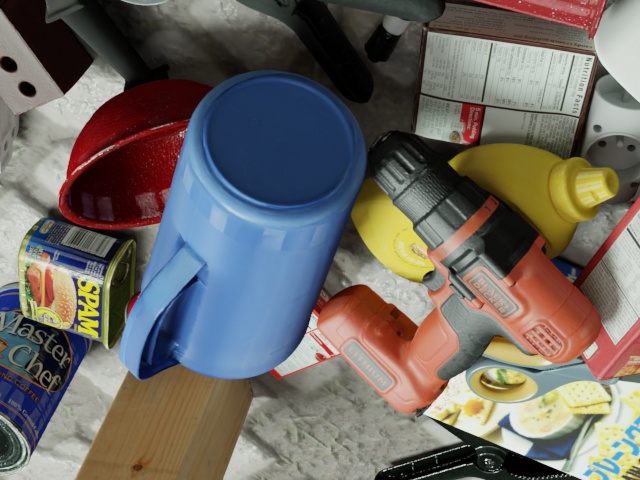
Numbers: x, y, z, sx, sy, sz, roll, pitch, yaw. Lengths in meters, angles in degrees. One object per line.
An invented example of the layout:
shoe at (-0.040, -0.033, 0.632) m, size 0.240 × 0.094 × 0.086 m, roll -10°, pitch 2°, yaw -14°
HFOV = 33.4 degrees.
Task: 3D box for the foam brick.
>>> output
foam brick at (-0.212, -0.139, 0.763) m, size 0.053 × 0.051 × 0.078 m, roll -15°, pitch 124°, yaw 29°

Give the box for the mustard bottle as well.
mustard bottle at (0.116, -0.021, 0.726) m, size 0.192 × 0.058 × 0.096 m, roll -14°, pitch 129°, yaw 47°

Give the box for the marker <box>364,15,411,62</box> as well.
marker at (0.061, -0.160, 0.680) m, size 0.020 × 0.020 × 0.121 m, roll 28°, pitch 133°, yaw -8°

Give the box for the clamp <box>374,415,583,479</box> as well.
clamp at (0.144, 0.175, 0.936) m, size 0.210 × 0.036 × 0.164 m, roll 2°, pitch 131°, yaw 13°

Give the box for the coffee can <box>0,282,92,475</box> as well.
coffee can at (-0.278, 0.122, 0.953) m, size 0.103 × 0.140 × 0.103 m, roll 9°, pitch 132°, yaw 10°

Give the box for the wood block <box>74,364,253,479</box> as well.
wood block at (-0.134, 0.180, 0.914) m, size 0.091 × 0.206 × 0.090 m, roll 4°, pitch 131°, yaw 15°

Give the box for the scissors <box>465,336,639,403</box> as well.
scissors at (0.194, 0.105, 0.782) m, size 0.201 × 0.016 × 0.096 m, roll 21°, pitch 133°, yaw 0°

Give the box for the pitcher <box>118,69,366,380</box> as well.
pitcher at (-0.055, 0.001, 0.716) m, size 0.145 × 0.149 × 0.243 m, roll 5°, pitch 153°, yaw -10°

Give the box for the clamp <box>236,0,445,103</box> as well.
clamp at (-0.007, -0.161, 0.655) m, size 0.171 × 0.039 × 0.120 m, roll 36°, pitch 144°, yaw -16°

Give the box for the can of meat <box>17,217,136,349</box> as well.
can of meat at (-0.208, 0.035, 0.912) m, size 0.084 × 0.057 × 0.102 m, roll 17°, pitch 133°, yaw 6°

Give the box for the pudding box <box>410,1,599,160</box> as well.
pudding box at (0.119, -0.104, 0.698) m, size 0.113 × 0.039 × 0.090 m, roll 9°, pitch 134°, yaw 7°

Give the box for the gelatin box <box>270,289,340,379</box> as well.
gelatin box at (-0.024, 0.073, 0.905) m, size 0.089 × 0.030 × 0.073 m, roll -26°, pitch 117°, yaw 34°

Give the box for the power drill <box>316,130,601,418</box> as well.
power drill at (0.070, 0.032, 0.718) m, size 0.184 × 0.057 × 0.188 m, roll 46°, pitch 144°, yaw 2°

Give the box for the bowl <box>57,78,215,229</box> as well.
bowl at (-0.114, -0.068, 0.760) m, size 0.162 × 0.055 × 0.162 m, roll -18°, pitch 162°, yaw -6°
